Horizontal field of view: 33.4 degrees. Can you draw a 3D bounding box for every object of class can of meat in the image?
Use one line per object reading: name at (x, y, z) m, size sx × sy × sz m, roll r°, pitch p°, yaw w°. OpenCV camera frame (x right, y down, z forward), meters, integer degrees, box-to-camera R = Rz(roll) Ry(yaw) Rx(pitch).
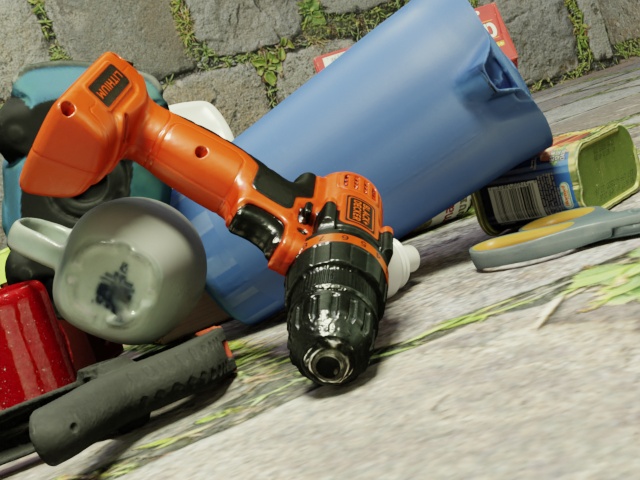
can of meat at (0.168, -0.045, 0.759) m, size 0.084 × 0.057 × 0.101 m, roll -9°, pitch 11°, yaw 42°

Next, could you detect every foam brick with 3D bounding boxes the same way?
foam brick at (-0.185, 0.056, 0.771) m, size 0.051 × 0.078 × 0.053 m, roll -18°, pitch 6°, yaw 14°

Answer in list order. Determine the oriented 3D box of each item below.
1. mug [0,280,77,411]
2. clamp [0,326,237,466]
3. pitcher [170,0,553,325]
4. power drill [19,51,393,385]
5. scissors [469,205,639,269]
mug at (-0.176, 0.069, 0.600) m, size 0.093 × 0.081 × 0.117 m, roll -16°, pitch 6°, yaw 22°
clamp at (-0.100, 0.076, 0.518) m, size 0.171 × 0.039 × 0.120 m, roll -23°, pitch 8°, yaw -40°
pitcher at (0.020, -0.053, 0.717) m, size 0.243 × 0.145 × 0.149 m, roll -34°, pitch -36°, yaw 5°
power drill at (-0.050, -0.014, 0.538) m, size 0.057 × 0.187 × 0.184 m, roll -57°, pitch 10°, yaw 22°
scissors at (0.186, -0.015, 0.624) m, size 0.202 × 0.016 × 0.096 m, roll -14°, pitch 7°, yaw 29°
